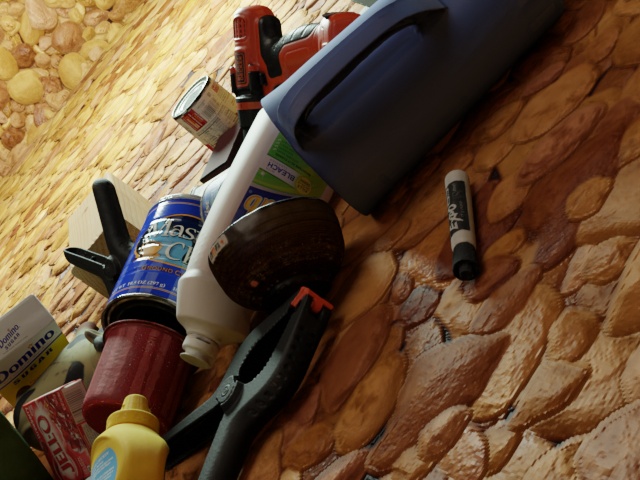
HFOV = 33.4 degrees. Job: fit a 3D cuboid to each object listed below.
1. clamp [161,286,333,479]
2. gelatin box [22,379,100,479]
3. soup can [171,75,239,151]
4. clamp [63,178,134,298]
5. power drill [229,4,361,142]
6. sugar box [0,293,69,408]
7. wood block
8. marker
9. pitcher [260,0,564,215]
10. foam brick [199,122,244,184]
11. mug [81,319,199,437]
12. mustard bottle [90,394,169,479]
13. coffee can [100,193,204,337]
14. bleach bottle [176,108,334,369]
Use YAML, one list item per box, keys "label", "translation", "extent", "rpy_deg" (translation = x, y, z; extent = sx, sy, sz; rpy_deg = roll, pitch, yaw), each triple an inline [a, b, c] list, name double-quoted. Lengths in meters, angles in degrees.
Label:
- label: "clamp"
  translation: [-0.060, 0.132, 0.816]
  extent: [0.210, 0.036, 0.165]
  rpy_deg: [-52, 23, 7]
- label: "gelatin box"
  translation: [-0.237, 0.183, 1.007]
  extent: [0.073, 0.089, 0.030]
  rpy_deg: [-26, -2, 43]
- label: "soup can"
  translation: [-0.117, -0.139, 1.269]
  extent: [0.069, 0.102, 0.068]
  rpy_deg: [-41, 24, 22]
- label: "clamp"
  translation: [-0.214, 0.018, 1.148]
  extent: [0.039, 0.172, 0.120]
  rpy_deg: [-20, -39, -43]
- label: "power drill"
  translation: [-0.024, -0.158, 1.105]
  extent: [0.057, 0.184, 0.188]
  rpy_deg: [-13, 11, -40]
- label: "sugar box"
  translation: [-0.318, 0.129, 1.160]
  extent: [0.093, 0.048, 0.176]
  rpy_deg: [-39, -15, -15]
- label: "wood block"
  translation: [-0.252, -0.003, 1.329]
  extent: [0.091, 0.090, 0.206]
  rpy_deg: [-49, 22, 5]
- label: "marker"
  translation: [0.101, -0.012, 0.759]
  extent: [0.020, 0.020, 0.121]
  rpy_deg: [-39, 24, 26]
- label: "pitcher"
  translation: [0.074, -0.147, 0.872]
  extent: [0.243, 0.145, 0.149]
  rpy_deg: [-43, 23, 10]
- label: "foam brick"
  translation: [-0.092, -0.088, 1.207]
  extent: [0.051, 0.053, 0.078]
  rpy_deg: [-30, 29, 40]
- label: "mug"
  translation: [-0.170, 0.133, 0.954]
  extent: [0.117, 0.093, 0.081]
  rpy_deg: [-25, 37, 39]
- label: "mustard bottle"
  translation: [-0.145, 0.199, 0.785]
  extent: [0.096, 0.058, 0.191]
  rpy_deg: [122, 155, -44]
- label: "coffee can"
  translation: [-0.140, 0.038, 1.030]
  extent: [0.103, 0.102, 0.140]
  rpy_deg: [-33, 28, 37]
- label: "bleach bottle"
  translation: [-0.056, 0.001, 0.961]
  extent: [0.068, 0.102, 0.250]
  rpy_deg: [-24, 40, 59]
